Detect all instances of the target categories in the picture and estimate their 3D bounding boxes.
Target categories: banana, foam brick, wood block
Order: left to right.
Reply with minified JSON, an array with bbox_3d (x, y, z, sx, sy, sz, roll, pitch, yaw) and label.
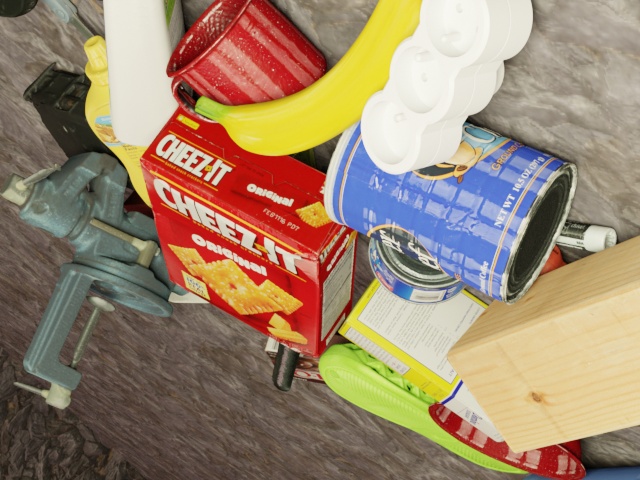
[{"bbox_3d":[-0.168,-0.041,1.159,0.051,0.053,0.078,47,155,-25],"label":"foam brick"},{"bbox_3d":[0.006,-0.103,0.683,0.198,0.037,0.069,-28,119,32],"label":"banana"},{"bbox_3d":[0.193,0.061,0.688,0.091,0.090,0.207,54,141,-5],"label":"wood block"}]

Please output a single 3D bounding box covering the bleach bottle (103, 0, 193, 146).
[{"bbox_3d":[-0.132,-0.180,0.789,0.068,0.102,0.251,1,149,-4],"label":"bleach bottle"}]

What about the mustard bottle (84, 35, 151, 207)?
[{"bbox_3d":[-0.159,-0.110,0.978,0.096,0.058,0.191,-10,137,22],"label":"mustard bottle"}]

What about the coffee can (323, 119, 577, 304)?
[{"bbox_3d":[0.088,-0.032,0.728,0.140,0.102,0.103,26,156,23],"label":"coffee can"}]

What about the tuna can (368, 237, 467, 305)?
[{"bbox_3d":[0.082,0.005,0.835,0.086,0.086,0.034,32,156,10],"label":"tuna can"}]

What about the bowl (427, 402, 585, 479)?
[{"bbox_3d":[0.189,0.174,1.041,0.162,0.055,0.162,24,160,9],"label":"bowl"}]

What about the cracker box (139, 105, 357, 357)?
[{"bbox_3d":[-0.056,0.001,0.890,0.164,0.072,0.214,28,156,13],"label":"cracker box"}]

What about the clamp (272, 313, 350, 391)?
[{"bbox_3d":[-0.023,0.082,1.115,0.039,0.120,0.171,33,159,49],"label":"clamp"}]

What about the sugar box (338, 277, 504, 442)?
[{"bbox_3d":[0.115,0.092,0.953,0.176,0.093,0.048,36,159,2],"label":"sugar box"}]

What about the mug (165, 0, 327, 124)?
[{"bbox_3d":[-0.058,-0.121,0.769,0.117,0.093,0.081,-31,120,34],"label":"mug"}]

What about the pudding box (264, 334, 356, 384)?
[{"bbox_3d":[0.000,0.138,1.242,0.114,0.039,0.090,11,155,15],"label":"pudding box"}]

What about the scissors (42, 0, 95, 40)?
[{"bbox_3d":[-0.248,-0.215,0.969,0.096,0.016,0.201,10,145,43],"label":"scissors"}]
